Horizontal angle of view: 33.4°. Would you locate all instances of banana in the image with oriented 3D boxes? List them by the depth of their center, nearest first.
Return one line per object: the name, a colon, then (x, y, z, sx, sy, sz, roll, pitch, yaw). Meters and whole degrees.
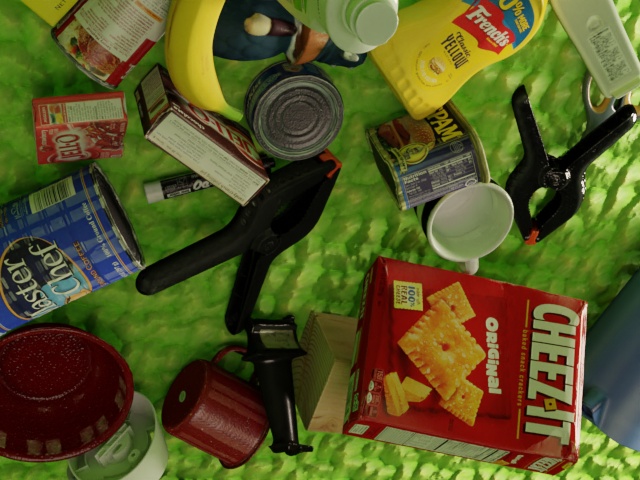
banana: (-0.084, -0.173, 0.817, 0.069, 0.037, 0.198, -11, 139, -24)

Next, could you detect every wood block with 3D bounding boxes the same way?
wood block: (0.081, 0.146, 1.115, 0.205, 0.090, 0.091, 9, 118, -22)

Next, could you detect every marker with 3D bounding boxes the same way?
marker: (-0.100, -0.057, 0.969, 0.121, 0.020, 0.020, -15, 125, -9)

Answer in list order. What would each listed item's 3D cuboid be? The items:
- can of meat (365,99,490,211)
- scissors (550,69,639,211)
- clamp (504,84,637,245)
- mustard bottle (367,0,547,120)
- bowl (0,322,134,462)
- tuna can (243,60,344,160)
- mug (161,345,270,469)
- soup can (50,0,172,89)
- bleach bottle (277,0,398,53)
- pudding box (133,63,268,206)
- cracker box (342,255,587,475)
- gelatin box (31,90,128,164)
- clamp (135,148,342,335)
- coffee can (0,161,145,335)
can of meat: (0.095, -0.078, 0.968, 0.084, 0.102, 0.057, -21, 124, -1)
scissors: (0.287, -0.100, 1.065, 0.096, 0.016, 0.202, -2, 122, -11)
clamp: (0.238, -0.072, 1.047, 0.120, 0.039, 0.171, 6, 127, 5)
mustard bottle: (0.136, -0.195, 0.933, 0.191, 0.058, 0.096, -35, 126, 6)
bowl: (-0.261, 0.134, 1.017, 0.162, 0.055, 0.162, -8, 124, -13)
tuna can: (-0.023, -0.115, 0.947, 0.086, 0.034, 0.086, -8, 124, -13)
mug: (-0.100, 0.161, 1.074, 0.081, 0.093, 0.117, 33, 78, -27)
soup can: (-0.154, -0.180, 0.843, 0.102, 0.068, 0.068, -45, 124, 12)
bleach bottle: (0.003, -0.193, 0.771, 0.068, 0.251, 0.102, -11, 124, -11)
pudding box: (-0.101, -0.089, 0.904, 0.113, 0.090, 0.039, 33, 107, -31)
cracker box: (0.139, 0.119, 1.013, 0.213, 0.164, 0.072, 12, 157, -6)
gelatin box: (-0.199, -0.091, 0.879, 0.073, 0.030, 0.089, -7, 166, -16)
clamp: (-0.057, 0.001, 0.997, 0.210, 0.036, 0.164, -43, 148, 1)
coffee can: (-0.236, 0.007, 0.915, 0.140, 0.103, 0.103, -25, 126, -2)
